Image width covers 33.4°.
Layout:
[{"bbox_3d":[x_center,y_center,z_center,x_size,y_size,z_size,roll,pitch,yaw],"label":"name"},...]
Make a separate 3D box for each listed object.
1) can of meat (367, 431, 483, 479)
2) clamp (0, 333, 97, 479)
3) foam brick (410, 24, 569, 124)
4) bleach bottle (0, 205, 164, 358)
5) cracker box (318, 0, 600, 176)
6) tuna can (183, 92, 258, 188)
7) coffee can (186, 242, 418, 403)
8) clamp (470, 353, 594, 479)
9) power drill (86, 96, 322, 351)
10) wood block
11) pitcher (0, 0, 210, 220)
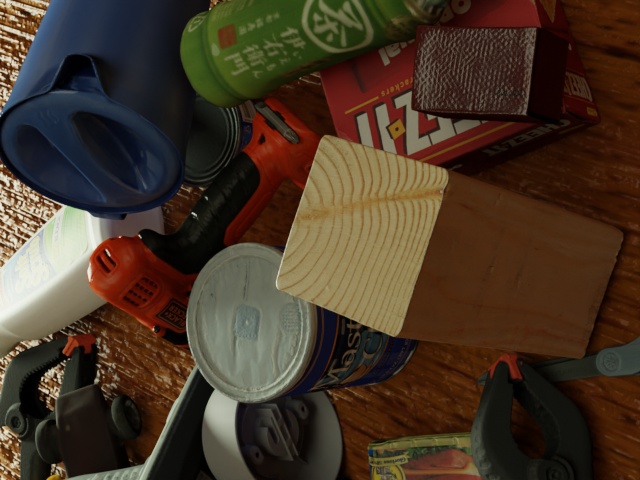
[{"bbox_3d":[0.083,0.173,0.717,0.102,0.057,0.084,-10,80,27],"label":"can of meat"},{"bbox_3d":[-0.274,0.161,0.975,0.165,0.036,0.210,35,107,21],"label":"clamp"},{"bbox_3d":[0.101,-0.099,0.639,0.078,0.051,0.053,9,95,32],"label":"foam brick"},{"bbox_3d":[-0.240,0.042,0.936,0.251,0.068,0.102,-35,46,30],"label":"bleach bottle"},{"bbox_3d":[0.074,-0.152,0.729,0.164,0.072,0.214,-22,77,32],"label":"cracker box"},{"bbox_3d":[-0.088,-0.084,0.861,0.086,0.033,0.086,-1,88,35],"label":"tuna can"},{"bbox_3d":[-0.008,0.055,0.737,0.103,0.140,0.103,-1,87,34],"label":"coffee can"},{"bbox_3d":[0.150,0.154,0.665,0.039,0.120,0.171,130,137,-62],"label":"clamp"},{"bbox_3d":[-0.055,0.001,0.777,0.187,0.184,0.057,-47,56,2],"label":"power drill"},{"bbox_3d":[0.084,0.009,0.628,0.091,0.205,0.090,21,95,40],"label":"wood block"},{"bbox_3d":[-0.149,-0.144,0.810,0.149,0.144,0.242,-25,44,38],"label":"pitcher"}]
